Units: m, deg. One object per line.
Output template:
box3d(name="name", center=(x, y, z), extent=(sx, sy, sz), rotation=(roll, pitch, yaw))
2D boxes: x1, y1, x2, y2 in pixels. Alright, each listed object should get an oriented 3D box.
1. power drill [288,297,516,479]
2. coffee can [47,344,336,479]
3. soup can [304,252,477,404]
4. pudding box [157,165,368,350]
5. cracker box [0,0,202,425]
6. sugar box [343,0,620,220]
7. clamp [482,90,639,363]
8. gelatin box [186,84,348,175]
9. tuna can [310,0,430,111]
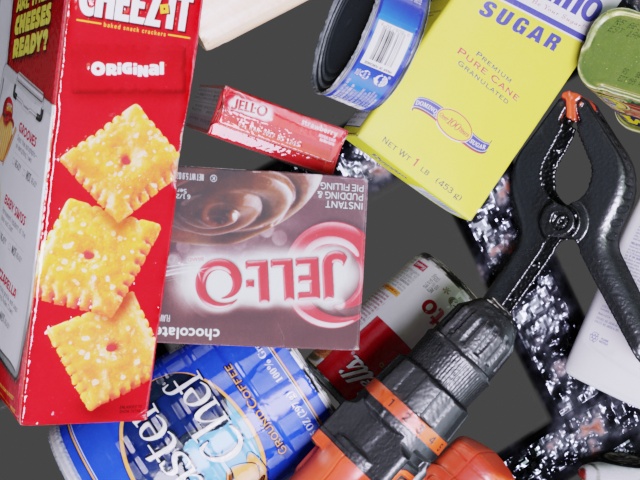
box3d(name="power drill", center=(0.058, 0.130, 0.621), extent=(0.184, 0.057, 0.187), rotation=(-46, 146, -3))
box3d(name="coffee can", center=(-0.069, 0.111, 0.614), extent=(0.140, 0.103, 0.103), rotation=(-33, 105, -8))
box3d(name="soup can", center=(0.048, 0.065, 0.656), extent=(0.102, 0.068, 0.068), rotation=(-42, 106, -6))
box3d(name="pudding box", center=(-0.034, 0.009, 0.554), extent=(0.113, 0.039, 0.090), rotation=(3, 89, -10))
box3d(name="cracker box", center=(-0.130, -0.036, 0.537), extent=(0.072, 0.164, 0.214), rotation=(4, 100, -32))
box3d(name="sugar box", center=(0.101, -0.110, 0.654), extent=(0.093, 0.048, 0.176), rotation=(35, 90, -17))
box3d(name="clamp", center=(0.163, -0.004, 0.663), extent=(0.120, 0.039, 0.171), rotation=(13, 96, 25))
box3d(name="gelatin box", center=(-0.032, -0.064, 0.604), extent=(0.073, 0.089, 0.030), rotation=(19, 93, -16))
box3d(name="tuna can", center=(0.028, -0.119, 0.613), extent=(0.033, 0.086, 0.086), rotation=(19, 93, -18))
